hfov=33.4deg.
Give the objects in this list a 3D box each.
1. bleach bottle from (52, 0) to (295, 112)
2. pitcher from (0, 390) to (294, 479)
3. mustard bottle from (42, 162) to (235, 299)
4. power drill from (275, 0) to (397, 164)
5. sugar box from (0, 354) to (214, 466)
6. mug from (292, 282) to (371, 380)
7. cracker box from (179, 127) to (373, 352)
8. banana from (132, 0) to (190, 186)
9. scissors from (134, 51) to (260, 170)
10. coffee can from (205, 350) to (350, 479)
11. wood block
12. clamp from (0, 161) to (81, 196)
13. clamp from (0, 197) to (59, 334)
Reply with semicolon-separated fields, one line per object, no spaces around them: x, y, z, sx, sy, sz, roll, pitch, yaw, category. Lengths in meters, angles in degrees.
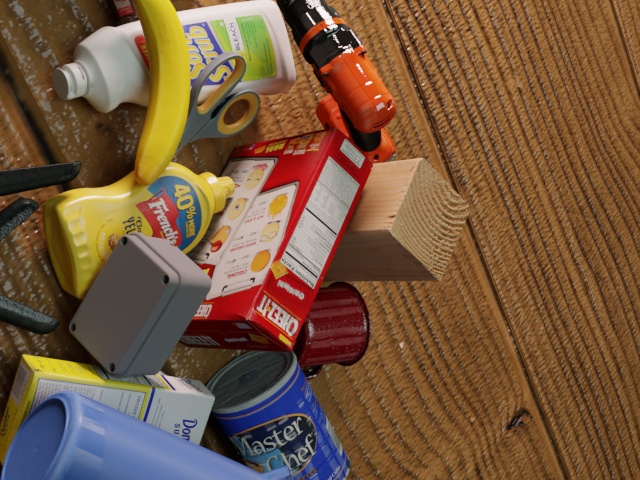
-0.142;-0.169;1.041;0.250;0.068;0.102;-22;104;-39;bleach bottle
-0.149;0.232;0.907;0.242;0.145;0.149;35;51;-32;pitcher
-0.161;-0.022;1.003;0.191;0.058;0.096;-25;118;-34;mustard bottle
0.019;-0.158;1.082;0.057;0.187;0.184;-29;69;-2;power drill
-0.191;0.162;0.959;0.175;0.048;0.093;14;100;-34;sugar box
-0.010;0.102;1.143;0.081;0.093;0.117;-3;125;-38;mug
-0.057;0.001;1.042;0.072;0.164;0.213;39;63;-32;cracker box
-0.150;-0.150;0.971;0.069;0.037;0.198;-9;93;-30;banana
-0.129;-0.092;1.041;0.202;0.016;0.096;-54;142;3;scissors
-0.044;0.193;1.089;0.102;0.103;0.140;-42;116;-36;coffee can
0.037;-0.017;1.100;0.090;0.207;0.090;42;62;-34;wood block
-0.300;-0.046;0.868;0.164;0.036;0.209;43;63;-28;clamp
-0.299;0.040;0.899;0.171;0.039;0.120;-20;90;-36;clamp
